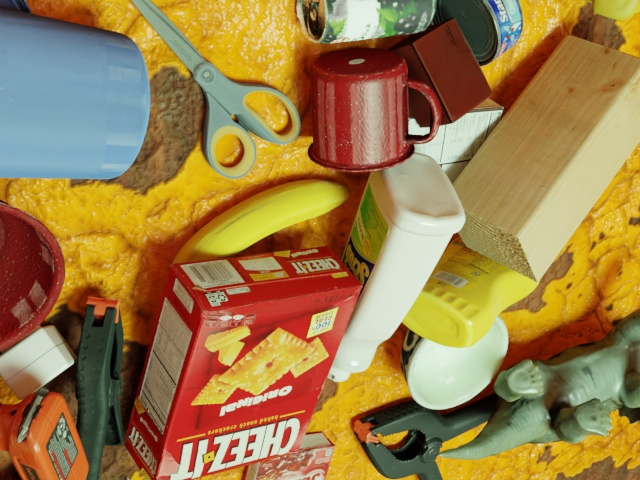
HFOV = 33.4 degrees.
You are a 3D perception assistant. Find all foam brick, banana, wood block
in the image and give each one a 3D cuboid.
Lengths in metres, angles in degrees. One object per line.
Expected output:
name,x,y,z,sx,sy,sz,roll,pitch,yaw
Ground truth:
foam brick,0.101,-0.144,0.923,0.053,0.051,0.078,-34,103,-24
banana,-0.064,-0.006,0.944,0.197,0.037,0.069,-36,148,-6
wood block,0.216,-0.078,0.996,0.206,0.090,0.090,-52,143,-11

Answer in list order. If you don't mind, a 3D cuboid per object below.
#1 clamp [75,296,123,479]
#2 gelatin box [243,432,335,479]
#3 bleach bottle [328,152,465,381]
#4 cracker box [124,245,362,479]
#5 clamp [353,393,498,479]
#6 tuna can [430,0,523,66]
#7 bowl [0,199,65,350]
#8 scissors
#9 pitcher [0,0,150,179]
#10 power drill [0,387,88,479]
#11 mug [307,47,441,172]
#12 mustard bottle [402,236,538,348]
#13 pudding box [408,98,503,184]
clamp,-0.191,0.135,0.907,0.039,0.120,0.171,2,116,-3
gelatin box,-0.034,0.241,1.114,0.089,0.030,0.073,0,118,-31
bleach bottle,0.051,0.043,0.978,0.068,0.102,0.251,3,131,-20
cracker box,-0.071,0.114,0.959,0.163,0.072,0.214,-7,129,-35
clamp,0.124,0.220,1.193,0.209,0.036,0.164,28,96,-40
tuna can,0.131,-0.194,0.911,0.033,0.086,0.086,-36,131,-22
bowl,-0.271,0.017,0.775,0.162,0.055,0.162,-15,136,-15
scissors,-0.099,-0.116,0.865,0.201,0.016,0.096,27,102,-39
pitcher,-0.243,-0.113,0.716,0.242,0.145,0.149,2,131,-36
power drill,-0.283,0.169,0.841,0.188,0.057,0.184,4,134,10
mug,0.044,-0.111,0.897,0.093,0.117,0.081,-48,141,-54
mustard bottle,0.162,0.031,1.055,0.191,0.096,0.058,-35,132,-38
pudding box,0.111,-0.086,0.998,0.113,0.039,0.090,-9,122,-29
